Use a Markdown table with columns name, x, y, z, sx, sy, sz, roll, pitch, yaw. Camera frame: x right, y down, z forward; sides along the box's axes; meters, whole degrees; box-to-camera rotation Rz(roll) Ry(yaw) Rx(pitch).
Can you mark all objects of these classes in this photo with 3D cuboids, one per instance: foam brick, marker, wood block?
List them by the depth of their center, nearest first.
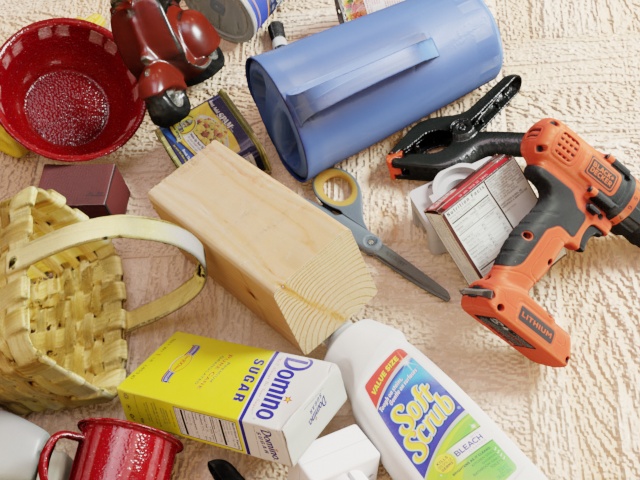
| name | x | y | z | sx | sy | sz | roll | pitch | yaw |
| --- | --- | --- | --- | --- | --- | --- | --- | --- | --- |
| wood block | -0.057 | 0.002 | 0.973 | 0.090 | 0.091 | 0.206 | -40 | 46 | -15 |
| foam brick | -0.242 | -0.043 | 1.086 | 0.078 | 0.051 | 0.053 | 1 | 59 | 11 |
| marker | -0.039 | -0.196 | 1.168 | 0.020 | 0.020 | 0.121 | -14 | 56 | 0 |

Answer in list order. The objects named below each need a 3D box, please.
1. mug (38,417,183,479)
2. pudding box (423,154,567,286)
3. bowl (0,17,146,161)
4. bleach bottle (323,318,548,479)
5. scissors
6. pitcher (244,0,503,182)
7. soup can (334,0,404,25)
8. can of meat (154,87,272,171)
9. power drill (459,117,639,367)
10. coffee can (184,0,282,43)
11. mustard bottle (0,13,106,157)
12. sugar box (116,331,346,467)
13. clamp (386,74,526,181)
| name | x | y | z | sx | sy | sz | roll | pitch | yaw |
| --- | --- | --- | --- | --- | --- | --- | --- | --- | --- |
| mug | -0.178 | 0.198 | 0.889 | 0.117 | 0.093 | 0.081 | 25 | 61 | -26 |
| pudding box | 0.159 | -0.008 | 0.961 | 0.090 | 0.113 | 0.039 | -37 | 16 | -13 |
| bowl | -0.264 | -0.149 | 1.118 | 0.162 | 0.055 | 0.162 | 5 | 72 | -15 |
| bleach bottle | 0.075 | 0.154 | 0.899 | 0.102 | 0.068 | 0.251 | -37 | 57 | -14 |
| scissors | 0.052 | -0.013 | 1.036 | 0.202 | 0.016 | 0.096 | 20 | 63 | 21 |
| pitcher | 0.059 | -0.165 | 1.058 | 0.242 | 0.145 | 0.149 | -26 | 49 | -12 |
| soup can | 0.071 | -0.249 | 1.153 | 0.102 | 0.068 | 0.068 | -16 | 56 | -1 |
| can of meat | -0.111 | -0.094 | 1.093 | 0.084 | 0.057 | 0.102 | -31 | 57 | -7 |
| power drill | 0.219 | 0.013 | 0.933 | 0.184 | 0.057 | 0.187 | 35 | 75 | -18 |
| coffee can | -0.076 | -0.306 | 1.195 | 0.103 | 0.103 | 0.140 | 26 | 65 | 24 |
| mustard bottle | -0.306 | -0.184 | 1.184 | 0.096 | 0.058 | 0.191 | 29 | 67 | 21 |
| sugar box | -0.076 | 0.130 | 0.908 | 0.176 | 0.048 | 0.093 | 5 | 33 | 32 |
| clamp | 0.147 | -0.109 | 1.069 | 0.171 | 0.039 | 0.120 | -13 | 40 | 4 |
